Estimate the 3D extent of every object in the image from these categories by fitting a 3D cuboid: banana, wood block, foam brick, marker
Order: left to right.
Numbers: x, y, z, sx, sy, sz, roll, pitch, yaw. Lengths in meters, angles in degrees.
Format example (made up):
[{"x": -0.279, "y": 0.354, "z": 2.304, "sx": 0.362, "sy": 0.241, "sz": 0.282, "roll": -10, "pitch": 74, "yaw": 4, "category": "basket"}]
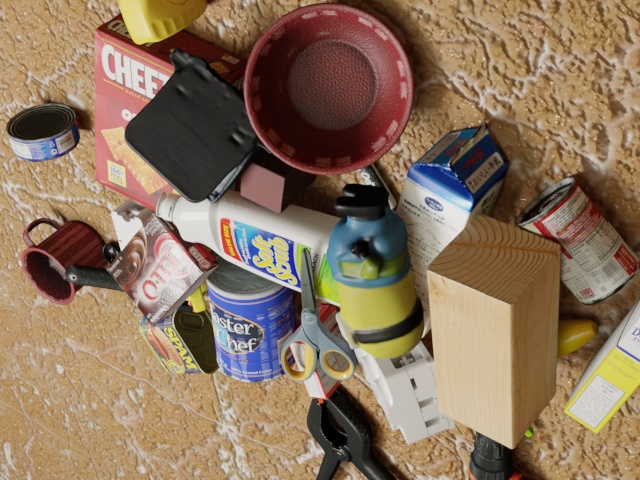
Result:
[{"x": -0.042, "y": -0.075, "z": 1.137, "sx": 0.053, "sy": 0.078, "sz": 0.051, "roll": 27, "pitch": 134, "yaw": 18, "category": "foam brick"}, {"x": 0.057, "y": -0.061, "z": 1.114, "sx": 0.020, "sy": 0.020, "sz": 0.121, "roll": -18, "pitch": 110, "yaw": 45, "category": "marker"}, {"x": 0.167, "y": 0.089, "z": 1.018, "sx": 0.091, "sy": 0.090, "sz": 0.206, "roll": 24, "pitch": 142, "yaw": 32, "category": "wood block"}, {"x": 0.226, "y": 0.136, "z": 1.133, "sx": 0.069, "sy": 0.037, "sz": 0.198, "roll": 16, "pitch": 137, "yaw": -1, "category": "banana"}]

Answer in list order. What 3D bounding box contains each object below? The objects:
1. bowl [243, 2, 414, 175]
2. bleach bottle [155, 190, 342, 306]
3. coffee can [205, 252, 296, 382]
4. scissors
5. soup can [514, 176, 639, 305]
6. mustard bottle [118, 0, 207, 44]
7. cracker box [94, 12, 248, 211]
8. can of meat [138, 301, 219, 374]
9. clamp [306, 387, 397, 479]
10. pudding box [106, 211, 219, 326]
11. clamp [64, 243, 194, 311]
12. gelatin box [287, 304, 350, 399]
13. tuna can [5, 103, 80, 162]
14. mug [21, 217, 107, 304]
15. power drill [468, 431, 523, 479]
[{"x": 0.010, "y": -0.146, "z": 1.024, "sx": 0.162, "sy": 0.055, "sz": 0.162, "roll": 1, "pitch": 103, "yaw": 5, "category": "bowl"}, {"x": -0.058, "y": 0.001, "z": 1.168, "sx": 0.251, "sy": 0.068, "sz": 0.103, "roll": 17, "pitch": 133, "yaw": 5, "category": "bleach bottle"}, {"x": -0.080, "y": 0.085, "z": 1.278, "sx": 0.103, "sy": 0.102, "sz": 0.140, "roll": 19, "pitch": 133, "yaw": 26, "category": "coffee can"}, {"x": 0.006, "y": 0.092, "z": 1.173, "sx": 0.096, "sy": 0.016, "sz": 0.202, "roll": 17, "pitch": 133, "yaw": 0, "category": "scissors"}, {"x": 0.238, "y": 0.001, "z": 0.986, "sx": 0.102, "sy": 0.068, "sz": 0.069, "roll": 49, "pitch": 138, "yaw": -6, "category": "soup can"}, {"x": -0.181, "y": -0.298, "z": 1.050, "sx": 0.058, "sy": 0.096, "sz": 0.191, "roll": 1, "pitch": 123, "yaw": 38, "category": "mustard bottle"}, {"x": -0.173, "y": -0.129, "z": 1.199, "sx": 0.164, "sy": 0.072, "sz": 0.214, "roll": 27, "pitch": 135, "yaw": 17, "category": "cracker box"}, {"x": -0.185, "y": 0.131, "z": 1.433, "sx": 0.084, "sy": 0.057, "sz": 0.102, "roll": -10, "pitch": 116, "yaw": 45, "category": "can of meat"}, {"x": 0.043, "y": 0.273, "z": 1.382, "sx": 0.165, "sy": 0.036, "sz": 0.210, "roll": 9, "pitch": 128, "yaw": 33, "category": "clamp"}, {"x": -0.181, "y": 0.030, "z": 1.223, "sx": 0.090, "sy": 0.039, "sz": 0.114, "roll": 50, "pitch": 125, "yaw": 8, "category": "pudding box"}, {"x": -0.234, "y": 0.048, "z": 1.392, "sx": 0.171, "sy": 0.120, "sz": 0.039, "roll": 18, "pitch": 116, "yaw": 1, "category": "clamp"}, {"x": 0.002, "y": 0.132, "z": 1.273, "sx": 0.030, "sy": 0.073, "sz": 0.089, "roll": 1, "pitch": 123, "yaw": 37, "category": "gelatin box"}, {"x": -0.342, "y": -0.133, "z": 1.318, "sx": 0.086, "sy": 0.086, "sz": 0.034, "roll": 17, "pitch": 134, "yaw": 27, "category": "tuna can"}, {"x": -0.353, "y": 0.019, "z": 1.453, "sx": 0.117, "sy": 0.081, "sz": 0.093, "roll": 46, "pitch": 138, "yaw": -3, "category": "mug"}, {"x": 0.257, "y": 0.297, "z": 1.222, "sx": 0.188, "sy": 0.057, "sz": 0.184, "roll": 21, "pitch": 138, "yaw": 27, "category": "power drill"}]
